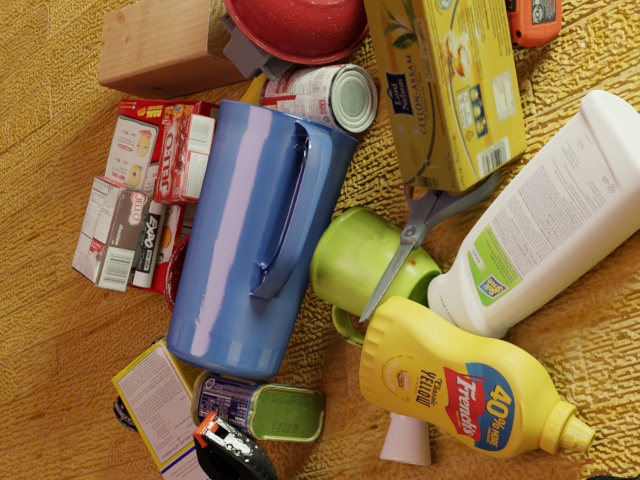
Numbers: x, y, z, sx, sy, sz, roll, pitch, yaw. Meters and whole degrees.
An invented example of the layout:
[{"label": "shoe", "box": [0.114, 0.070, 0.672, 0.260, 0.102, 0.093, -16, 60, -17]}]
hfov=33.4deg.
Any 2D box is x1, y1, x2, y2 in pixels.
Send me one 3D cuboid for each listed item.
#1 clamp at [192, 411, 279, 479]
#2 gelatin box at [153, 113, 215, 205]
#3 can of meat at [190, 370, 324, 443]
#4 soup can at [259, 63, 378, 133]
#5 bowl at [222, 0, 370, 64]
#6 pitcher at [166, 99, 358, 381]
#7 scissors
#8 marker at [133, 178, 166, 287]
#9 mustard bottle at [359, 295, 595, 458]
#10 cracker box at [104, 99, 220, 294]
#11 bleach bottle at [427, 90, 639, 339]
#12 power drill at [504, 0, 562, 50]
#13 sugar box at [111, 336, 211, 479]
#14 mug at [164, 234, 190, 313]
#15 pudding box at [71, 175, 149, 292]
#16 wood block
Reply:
[{"label": "clamp", "box": [-0.067, 0.232, 0.995, 0.120, 0.039, 0.171, -25, 108, 42]}, {"label": "gelatin box", "box": [-0.141, -0.081, 1.097, 0.073, 0.030, 0.089, -1, 80, 60]}, {"label": "can of meat", "box": [-0.058, 0.159, 1.019, 0.084, 0.101, 0.057, 4, 83, 44]}, {"label": "soup can", "box": [-0.002, -0.137, 1.054, 0.102, 0.068, 0.068, 4, 83, 46]}, {"label": "bowl", "box": [-0.013, -0.252, 1.019, 0.055, 0.162, 0.162, 137, 132, -63]}, {"label": "pitcher", "box": [-0.056, 0.001, 0.973, 0.145, 0.149, 0.243, 16, 89, 22]}, {"label": "scissors", "box": [0.096, -0.011, 0.892, 0.096, 0.016, 0.201, -10, 40, 28]}, {"label": "marker", "box": [-0.178, -0.010, 1.138, 0.020, 0.020, 0.121, 13, 91, 46]}, {"label": "mustard bottle", "box": [0.125, 0.120, 0.847, 0.192, 0.058, 0.096, 22, 122, 26]}, {"label": "cracker box", "box": [-0.178, -0.050, 1.212, 0.164, 0.071, 0.214, 9, 88, 47]}, {"label": "bleach bottle", "box": [0.163, 0.000, 0.857, 0.251, 0.067, 0.102, -45, 53, 32]}, {"label": "power drill", "box": [0.119, -0.239, 0.928, 0.188, 0.057, 0.184, 14, 116, 47]}, {"label": "sugar box", "box": [-0.136, 0.192, 1.095, 0.093, 0.048, 0.176, -39, 76, 30]}, {"label": "mug", "box": [-0.109, 0.049, 1.110, 0.117, 0.081, 0.093, -37, 56, 34]}, {"label": "pudding box", "box": [-0.231, -0.009, 1.169, 0.090, 0.039, 0.113, 23, 97, 58]}, {"label": "wood block", "box": [-0.156, -0.225, 1.216, 0.207, 0.090, 0.090, -5, 78, 45]}]
